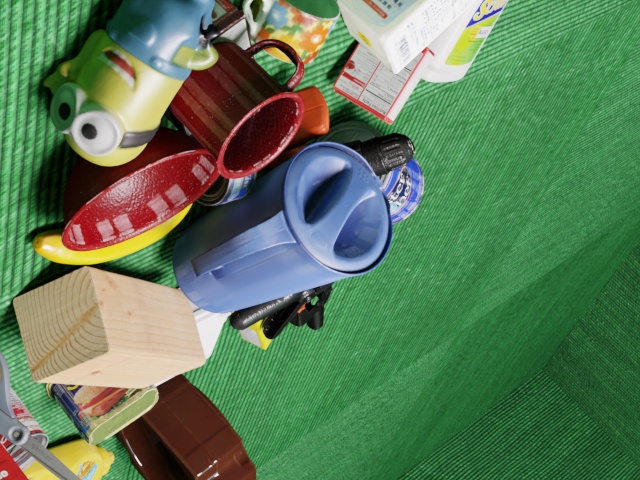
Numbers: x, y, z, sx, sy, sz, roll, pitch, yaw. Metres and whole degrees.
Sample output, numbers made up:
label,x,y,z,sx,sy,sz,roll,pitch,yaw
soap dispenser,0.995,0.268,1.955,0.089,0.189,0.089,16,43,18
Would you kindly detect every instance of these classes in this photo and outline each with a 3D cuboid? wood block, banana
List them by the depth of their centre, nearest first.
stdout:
label,x,y,z,sx,sy,sz,roll,pitch,yaw
banana,-0.195,-0.015,1.046,0.197,0.037,0.070,-30,136,-36
wood block,-0.212,0.096,1.109,0.091,0.090,0.205,-22,164,15

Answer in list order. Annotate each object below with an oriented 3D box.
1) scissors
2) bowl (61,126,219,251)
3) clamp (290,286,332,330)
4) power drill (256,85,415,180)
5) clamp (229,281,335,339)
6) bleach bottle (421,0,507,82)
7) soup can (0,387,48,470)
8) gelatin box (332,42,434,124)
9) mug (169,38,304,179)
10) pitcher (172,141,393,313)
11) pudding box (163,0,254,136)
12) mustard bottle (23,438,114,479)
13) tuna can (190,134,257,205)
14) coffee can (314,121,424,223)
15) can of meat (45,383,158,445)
label,x,y,z,sx,sy,sz,roll,pitch,yaw
scissors,-0.287,0.164,1.020,0.016,0.202,0.096,58,55,-82
bowl,-0.169,-0.055,0.954,0.162,0.055,0.162,-30,168,-7
clamp,-0.007,0.076,1.470,0.165,0.036,0.209,-67,166,22
power drill,-0.003,-0.095,1.128,0.184,0.057,0.187,-19,158,11
clamp,-0.026,0.063,1.298,0.171,0.039,0.120,-35,165,0
bleach bottle,0.181,-0.293,1.163,0.102,0.068,0.251,-15,142,-53
soup can,-0.330,0.181,1.072,0.068,0.102,0.068,-37,158,-18
gelatin box,0.066,-0.179,1.132,0.089,0.073,0.030,-59,158,6
mug,-0.066,-0.121,0.896,0.117,0.081,0.093,-46,159,5
pitcher,-0.057,0.001,1.091,0.243,0.149,0.145,-24,-136,48
pudding box,-0.103,-0.153,0.943,0.090,0.039,0.113,-39,160,-13
mustard bottle,-0.331,0.295,1.349,0.096,0.058,0.191,-54,157,22
tuna can,-0.101,-0.077,1.023,0.033,0.086,0.086,-21,149,-42
coffee can,0.057,-0.078,1.286,0.103,0.103,0.140,-47,159,9
can of meat,-0.250,0.175,1.233,0.102,0.084,0.057,-34,157,-24
